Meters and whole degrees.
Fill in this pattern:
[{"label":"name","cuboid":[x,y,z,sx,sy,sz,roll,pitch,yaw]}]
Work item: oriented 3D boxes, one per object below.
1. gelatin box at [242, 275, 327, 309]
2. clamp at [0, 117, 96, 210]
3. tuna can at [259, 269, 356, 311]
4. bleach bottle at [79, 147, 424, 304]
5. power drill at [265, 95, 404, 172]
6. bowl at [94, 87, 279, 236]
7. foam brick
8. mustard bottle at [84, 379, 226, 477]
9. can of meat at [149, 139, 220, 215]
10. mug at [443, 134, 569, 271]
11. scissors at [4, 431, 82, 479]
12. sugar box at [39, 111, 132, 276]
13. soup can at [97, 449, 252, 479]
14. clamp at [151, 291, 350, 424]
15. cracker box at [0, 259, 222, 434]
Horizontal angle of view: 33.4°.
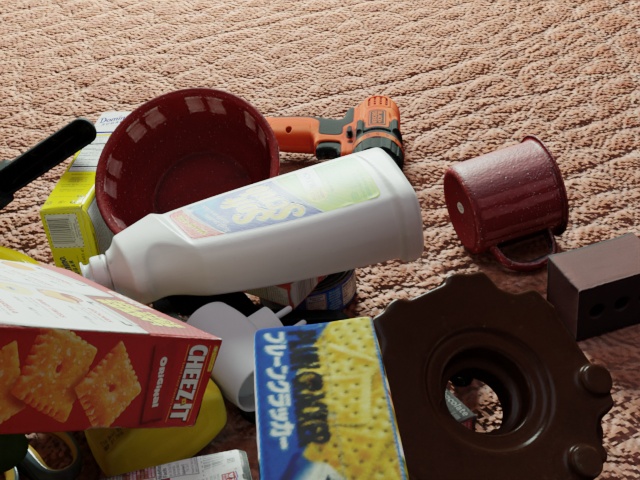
[{"label":"gelatin box","cuboid":[-0.028,0.013,0.871,0.073,0.030,0.089,16,40,29]},{"label":"clamp","cuboid":[-0.294,-0.050,0.977,0.164,0.036,0.210,-43,19,-23]},{"label":"tuna can","cuboid":[-0.012,0.031,0.902,0.086,0.034,0.086,-4,34,2]},{"label":"bleach bottle","cuboid":[-0.055,0.001,0.812,0.250,0.068,0.103,-16,35,-9]},{"label":"power drill","cuboid":[-0.011,-0.086,1.055,0.187,0.057,0.184,1,31,4]},{"label":"bowl","cuboid":[-0.109,-0.049,0.917,0.162,0.055,0.162,-4,67,8]},{"label":"foam brick","cuboid":[0.225,0.036,0.844,0.078,0.053,0.051,-16,35,-12]},{"label":"mustard bottle","cuboid":[-0.156,0.097,0.804,0.096,0.058,0.192,-29,41,-21]},{"label":"can of meat","cuboid":[-0.129,-0.046,0.986,0.084,0.057,0.102,1,67,13]},{"label":"mug","cuboid":[0.162,-0.026,0.926,0.081,0.093,0.117,-17,72,-9]},{"label":"scissors","cuboid":[-0.261,0.142,0.792,0.202,0.016,0.096,19,41,32]},{"label":"sugar box","cuboid":[-0.199,-0.038,0.978,0.048,0.093,0.176,-2,34,8]},{"label":"soup can","cuboid":[-0.091,0.175,0.673,0.102,0.068,0.068,-11,35,-8]},{"label":"clamp","cuboid":[-0.062,0.070,0.849,0.120,0.039,0.172,-31,46,-33]},{"label":"cracker box","cuboid":[-0.194,0.061,0.659,0.164,0.072,0.213,20,4,35]}]
